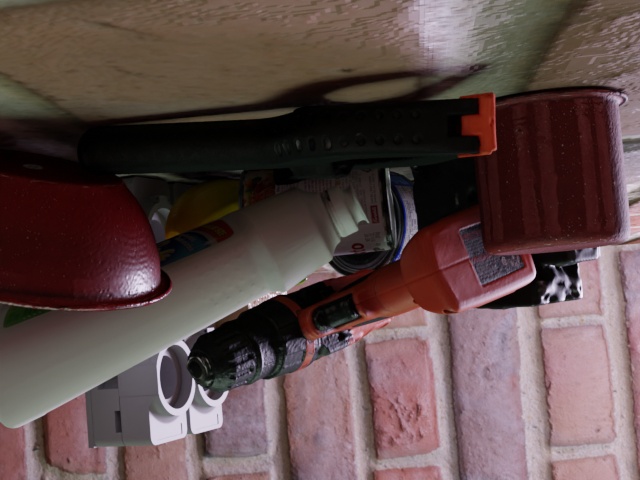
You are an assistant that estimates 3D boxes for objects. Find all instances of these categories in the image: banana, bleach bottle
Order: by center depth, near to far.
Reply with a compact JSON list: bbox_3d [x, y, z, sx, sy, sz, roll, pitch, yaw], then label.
[{"bbox_3d":[-0.089,0.028,0.664,0.251,0.068,0.102,-25,-166,4],"label":"bleach bottle"},{"bbox_3d":[-0.060,-0.014,0.802,0.037,0.070,0.197,-31,158,19],"label":"banana"}]

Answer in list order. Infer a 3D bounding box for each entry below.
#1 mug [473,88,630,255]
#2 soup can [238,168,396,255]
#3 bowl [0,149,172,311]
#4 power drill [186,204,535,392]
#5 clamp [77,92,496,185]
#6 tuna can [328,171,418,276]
[{"bbox_3d":[0.129,-0.035,0.611,0.093,0.081,0.117,-5,176,-1],"label":"mug"},{"bbox_3d":[-0.001,-0.022,0.752,0.102,0.068,0.068,-6,176,8],"label":"soup can"},{"bbox_3d":[-0.154,-0.013,0.563,0.162,0.055,0.162,11,-170,-2],"label":"bowl"},{"bbox_3d":[0.027,0.038,0.679,0.184,0.057,0.188,-21,178,-46],"label":"power drill"},{"bbox_3d":[0.002,-0.050,0.560,0.210,0.036,0.164,-3,179,33],"label":"clamp"},{"bbox_3d":[0.038,-0.012,0.815,0.086,0.086,0.033,-8,173,41],"label":"tuna can"}]
